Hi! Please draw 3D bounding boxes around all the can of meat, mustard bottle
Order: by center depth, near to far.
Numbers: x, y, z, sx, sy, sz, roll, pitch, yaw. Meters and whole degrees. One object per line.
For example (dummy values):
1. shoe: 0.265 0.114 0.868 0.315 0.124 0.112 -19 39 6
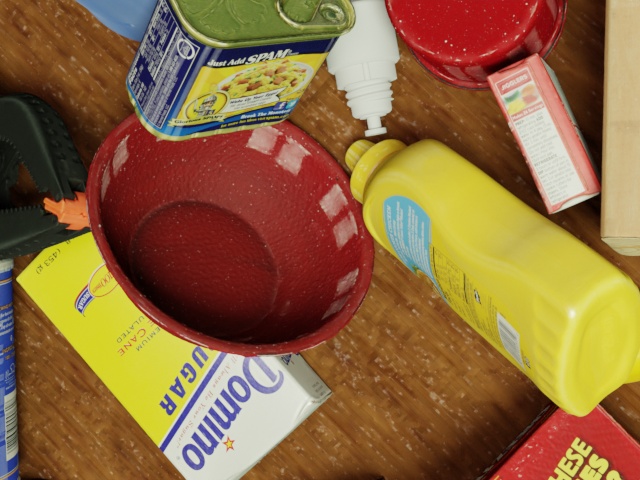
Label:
1. mustard bottle: 0.075 0.001 0.547 0.058 0.096 0.192 -38 51 -12
2. can of meat: -0.045 -0.101 0.562 0.057 0.101 0.084 63 144 21

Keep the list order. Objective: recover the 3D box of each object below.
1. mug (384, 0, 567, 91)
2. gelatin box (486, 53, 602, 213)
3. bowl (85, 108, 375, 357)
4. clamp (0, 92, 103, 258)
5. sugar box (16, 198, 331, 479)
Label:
1. mug: 0.090 -0.130 0.549 0.117 0.081 0.093 -18 88 16
2. gelatin box: 0.116 -0.052 0.542 0.030 0.089 0.073 -25 86 16
3. bowl: -0.054 0.001 0.581 0.162 0.161 0.055 48 140 8
4. clamp: -0.197 -0.057 0.623 0.210 0.036 0.164 16 96 39
5. sugar box: -0.086 0.056 0.627 0.093 0.048 0.176 -44 81 13
